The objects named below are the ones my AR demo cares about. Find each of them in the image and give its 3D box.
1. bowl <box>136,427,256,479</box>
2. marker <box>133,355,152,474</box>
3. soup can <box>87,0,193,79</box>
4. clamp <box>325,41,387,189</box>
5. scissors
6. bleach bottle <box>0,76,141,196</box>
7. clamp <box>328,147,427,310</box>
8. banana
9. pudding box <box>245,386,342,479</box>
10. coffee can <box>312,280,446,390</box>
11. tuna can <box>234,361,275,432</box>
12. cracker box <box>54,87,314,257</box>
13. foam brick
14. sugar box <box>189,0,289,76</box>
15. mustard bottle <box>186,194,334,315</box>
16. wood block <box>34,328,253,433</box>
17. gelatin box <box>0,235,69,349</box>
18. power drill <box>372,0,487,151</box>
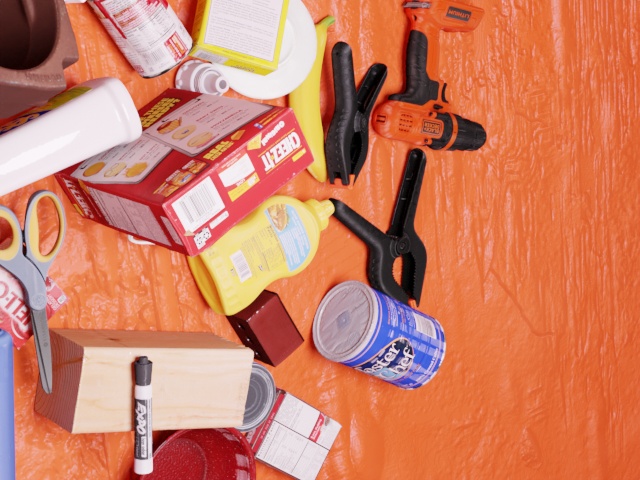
[{"bbox_3d":[-0.152,0.276,1.212,0.161,0.055,0.162,-9,105,-38],"label":"bowl"},{"bbox_3d":[-0.178,0.175,1.073,0.020,0.020,0.121,-7,104,-38],"label":"marker"},{"bbox_3d":[-0.182,-0.223,1.077,0.068,0.069,0.102,-48,125,-22],"label":"soup can"},{"bbox_3d":[0.042,-0.147,1.280,0.120,0.039,0.171,-4,103,-54],"label":"clamp"},{"bbox_3d":[-0.293,0.049,1.034,0.096,0.016,0.202,7,92,-36],"label":"scissors"},{"bbox_3d":[-0.296,-0.073,0.991,0.250,0.103,0.068,-33,112,-31],"label":"bleach bottle"},{"bbox_3d":[0.099,-0.005,1.372,0.164,0.036,0.210,-37,122,-27],"label":"clamp"},{"bbox_3d":[-0.009,-0.166,1.251,0.069,0.037,0.198,-3,101,-39],"label":"banana"},{"bbox_3d":[-0.036,0.241,1.313,0.113,0.039,0.090,36,77,-36],"label":"pudding box"},{"bbox_3d":[0.074,0.120,1.335,0.140,0.103,0.103,27,82,-40],"label":"coffee can"},{"bbox_3d":[-0.095,0.181,1.254,0.085,0.034,0.086,-9,105,-38],"label":"tuna can"},{"bbox_3d":[-0.136,-0.072,1.050,0.164,0.214,0.072,-41,124,-26],"label":"cracker box"},{"bbox_3d":[-0.066,0.101,1.249,0.051,0.053,0.078,-43,122,-25],"label":"foam brick"},{"bbox_3d":[-0.079,-0.274,1.140,0.093,0.048,0.176,13,81,-22],"label":"sugar box"},{"bbox_3d":[-0.058,0.001,1.230,0.191,0.058,0.096,-32,106,-31],"label":"mustard bottle"},{"bbox_3d":[-0.185,0.147,1.136,0.205,0.091,0.090,6,95,-40],"label":"wood block"},{"bbox_3d":[-0.304,0.052,1.058,0.073,0.030,0.089,-47,124,-23],"label":"gelatin box"},{"bbox_3d":[0.157,-0.209,1.364,0.184,0.057,0.188,5,96,-40],"label":"power drill"}]
